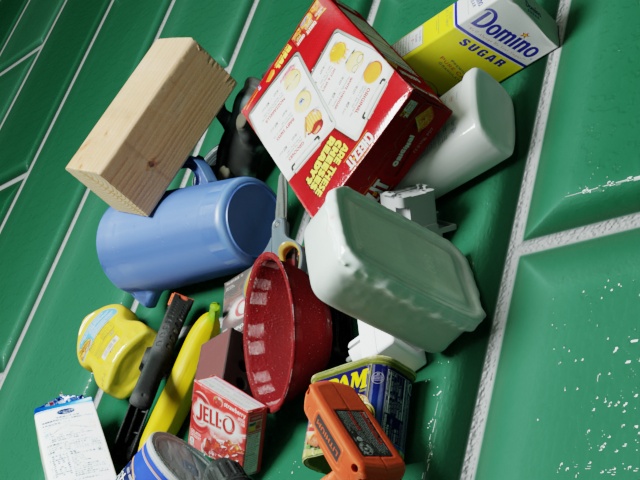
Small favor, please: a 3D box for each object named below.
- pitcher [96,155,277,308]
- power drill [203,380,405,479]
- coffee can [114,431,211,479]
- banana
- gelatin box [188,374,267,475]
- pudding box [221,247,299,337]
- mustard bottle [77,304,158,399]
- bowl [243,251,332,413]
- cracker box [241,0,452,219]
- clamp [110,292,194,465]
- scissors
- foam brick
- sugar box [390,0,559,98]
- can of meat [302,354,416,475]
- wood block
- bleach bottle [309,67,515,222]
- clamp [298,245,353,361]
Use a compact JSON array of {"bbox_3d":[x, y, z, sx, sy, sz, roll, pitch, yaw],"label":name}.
[{"bbox_3d":[-0.159,-0.018,1.322,0.243,0.149,0.144,-11,33,45],"label":"pitcher"},{"bbox_3d":[-0.020,0.211,0.906,0.185,0.057,0.188,52,121,38],"label":"power drill"},{"bbox_3d":[-0.173,0.278,1.071,0.140,0.102,0.103,-50,31,6],"label":"coffee can"},{"bbox_3d":[-0.159,0.161,1.212,0.037,0.069,0.198,21,83,14],"label":"banana"},{"bbox_3d":[-0.095,0.186,1.074,0.089,0.030,0.073,23,112,42],"label":"gelatin box"},{"bbox_3d":[-0.059,0.065,1.192,0.114,0.039,0.090,-34,36,29],"label":"pudding box"},{"bbox_3d":[-0.273,0.134,1.396,0.096,0.058,0.192,-58,31,-4],"label":"mustard bottle"},{"bbox_3d":[-0.030,0.091,1.070,0.162,0.055,0.162,180,90,-69],"label":"bowl"},{"bbox_3d":[0.020,-0.133,1.101,0.164,0.072,0.214,-54,43,19],"label":"cracker box"},{"bbox_3d":[-0.197,0.154,1.260,0.210,0.036,0.165,-74,9,-45],"label":"clamp"},{"bbox_3d":[-0.058,0.001,1.203,0.096,0.016,0.202,-41,33,15],"label":"scissors"},{"bbox_3d":[-0.099,0.145,1.153,0.051,0.053,0.078,-30,38,34],"label":"foam brick"},{"bbox_3d":[0.150,-0.197,1.118,0.177,0.093,0.048,-28,41,37],"label":"sugar box"},{"bbox_3d":[0.033,0.160,0.955,0.102,0.057,0.084,-24,44,41],"label":"can of meat"},{"bbox_3d":[-0.206,-0.142,1.317,0.090,0.090,0.206,11,64,51],"label":"wood block"},{"bbox_3d":[0.085,-0.073,1.114,0.251,0.068,0.102,-32,36,36],"label":"bleach bottle"},{"bbox_3d":[0.018,0.053,1.101,0.120,0.039,0.172,-54,30,-8],"label":"clamp"}]
